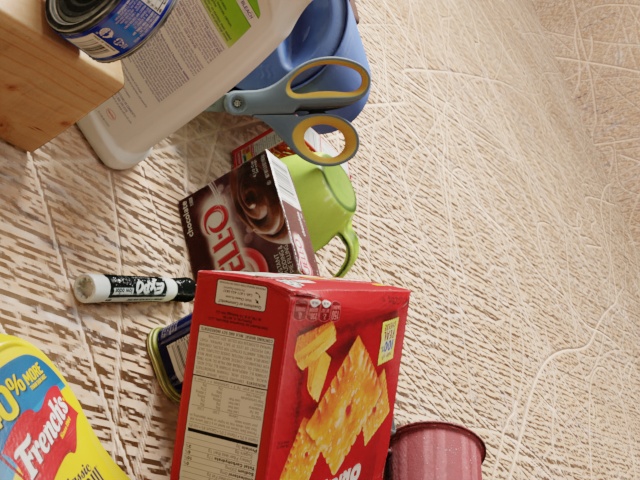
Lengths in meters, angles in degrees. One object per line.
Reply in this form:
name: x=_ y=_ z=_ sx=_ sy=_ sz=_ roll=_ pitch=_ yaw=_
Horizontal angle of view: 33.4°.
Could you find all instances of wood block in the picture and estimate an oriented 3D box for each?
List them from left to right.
wood block: x=-0.224 y=-0.144 z=0.632 sx=0.205 sy=0.090 sz=0.091 roll=29 pitch=38 yaw=-51

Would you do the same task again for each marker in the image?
marker: x=-0.122 y=0.033 z=0.730 sx=0.121 sy=0.020 sz=0.020 roll=6 pitch=59 yaw=-62

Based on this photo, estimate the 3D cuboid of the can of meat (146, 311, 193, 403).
can of meat: x=-0.055 y=0.071 z=0.744 sx=0.102 sy=0.084 sz=0.057 roll=11 pitch=55 yaw=-61

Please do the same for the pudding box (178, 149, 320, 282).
pudding box: x=-0.055 y=0.001 z=0.814 sx=0.039 sy=0.090 sz=0.113 roll=32 pitch=37 yaw=-52

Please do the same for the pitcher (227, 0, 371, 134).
pitcher: x=-0.016 y=-0.181 z=0.979 sx=0.242 sy=0.149 sz=0.145 roll=27 pitch=45 yaw=-78

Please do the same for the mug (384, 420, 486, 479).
mug: x=0.083 y=0.206 z=0.888 sx=0.117 sy=0.093 sz=0.081 roll=19 pitch=44 yaw=-14

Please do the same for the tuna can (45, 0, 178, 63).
tuna can: x=-0.121 y=-0.149 z=0.623 sx=0.033 sy=0.086 sz=0.086 roll=33 pitch=36 yaw=-45

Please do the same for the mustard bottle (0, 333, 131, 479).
mustard bottle: x=-0.153 y=0.107 z=0.536 sx=0.191 sy=0.058 sz=0.096 roll=58 pitch=28 yaw=-7

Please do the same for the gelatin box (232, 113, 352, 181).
gelatin box: x=-0.025 y=-0.067 z=0.972 sx=0.089 sy=0.073 sz=0.030 roll=38 pitch=33 yaw=-44

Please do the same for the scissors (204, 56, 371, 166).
scissors: x=-0.054 y=-0.092 z=0.848 sx=0.016 sy=0.201 sz=0.096 roll=-123 pitch=-161 yaw=-78

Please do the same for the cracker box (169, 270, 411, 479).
cracker box: x=-0.017 y=0.128 z=0.650 sx=0.164 sy=0.072 sz=0.214 roll=7 pitch=90 yaw=-62

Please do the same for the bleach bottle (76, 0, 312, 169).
bleach bottle: x=-0.070 y=-0.152 z=0.749 sx=0.102 sy=0.251 sz=0.068 roll=59 pitch=24 yaw=-6
